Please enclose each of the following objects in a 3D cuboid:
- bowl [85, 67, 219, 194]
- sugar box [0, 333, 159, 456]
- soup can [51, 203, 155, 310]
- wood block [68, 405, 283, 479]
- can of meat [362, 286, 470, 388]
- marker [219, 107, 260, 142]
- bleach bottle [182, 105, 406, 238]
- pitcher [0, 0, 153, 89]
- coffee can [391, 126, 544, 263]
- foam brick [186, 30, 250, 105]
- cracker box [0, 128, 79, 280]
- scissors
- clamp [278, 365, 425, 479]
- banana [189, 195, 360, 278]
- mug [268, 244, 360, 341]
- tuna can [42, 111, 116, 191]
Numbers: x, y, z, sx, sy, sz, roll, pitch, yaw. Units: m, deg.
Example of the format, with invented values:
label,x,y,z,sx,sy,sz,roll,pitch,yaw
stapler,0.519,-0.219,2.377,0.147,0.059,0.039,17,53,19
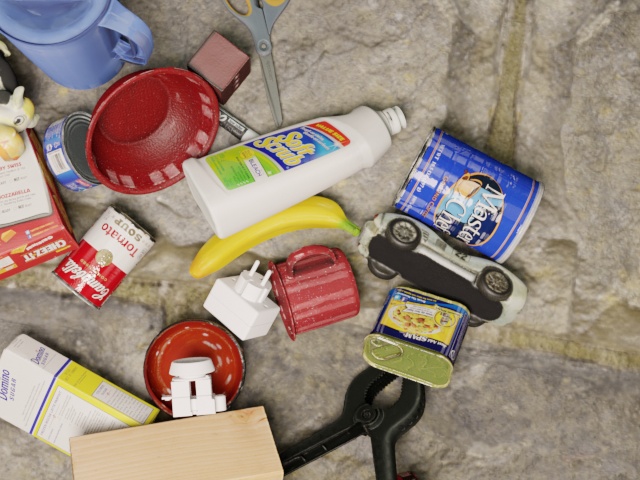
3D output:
label,x,y,z,sx,sy,sz,roll,pitch,yaw
bowl,-0.195,-0.132,1.187,0.162,0.162,0.055,-39,51,-6
sugar box,-0.274,0.183,1.168,0.176,0.048,0.093,31,118,2
soup can,-0.241,0.018,1.193,0.068,0.068,0.102,39,83,1
wood block,-0.152,0.250,1.116,0.205,0.090,0.091,-7,44,-15
can of meat,0.108,0.104,1.183,0.102,0.057,0.083,17,49,13
marker,-0.124,-0.149,1.238,0.121,0.020,0.020,36,84,1
bleach bottle,-0.023,-0.095,1.211,0.250,0.068,0.103,-25,49,-11
pitcher,-0.261,-0.233,1.127,0.145,0.243,0.149,-20,86,-5
coffee can,0.165,-0.051,1.201,0.140,0.103,0.103,28,84,0
foam brick,-0.115,-0.195,1.214,0.051,0.078,0.053,37,85,0
cracker box,-0.380,-0.059,1.167,0.164,0.072,0.214,-24,69,-6
scissors,-0.052,-0.241,1.252,0.096,0.016,0.202,-26,86,-5
clamp,0.046,0.203,1.178,0.165,0.036,0.209,9,55,29
banana,-0.057,-0.011,1.209,0.198,0.069,0.037,-17,130,1
mug,-0.007,0.048,1.182,0.081,0.117,0.093,-16,45,-9
tuna can,-0.269,-0.099,1.193,0.034,0.086,0.086,-17,85,28
